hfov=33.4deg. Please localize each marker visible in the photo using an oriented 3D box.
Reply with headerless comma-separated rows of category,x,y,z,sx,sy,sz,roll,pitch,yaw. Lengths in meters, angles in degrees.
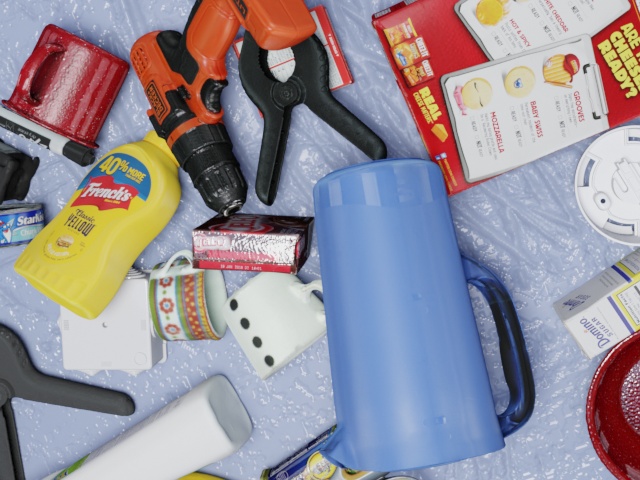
marker,-0.256,-0.096,0.970,0.121,0.020,0.020,26,99,16

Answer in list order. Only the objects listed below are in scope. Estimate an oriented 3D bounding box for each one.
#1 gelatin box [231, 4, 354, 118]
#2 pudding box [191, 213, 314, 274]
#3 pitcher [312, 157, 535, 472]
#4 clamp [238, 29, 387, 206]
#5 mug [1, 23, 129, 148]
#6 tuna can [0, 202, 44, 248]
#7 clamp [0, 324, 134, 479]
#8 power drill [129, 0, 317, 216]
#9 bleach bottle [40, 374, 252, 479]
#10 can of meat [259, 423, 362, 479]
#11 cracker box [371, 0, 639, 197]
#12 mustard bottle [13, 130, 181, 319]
gelatin box,-0.024,-0.157,0.943,0.089,0.030,0.073,-21,95,9
pudding box,-0.056,0.001,0.922,0.090,0.113,0.039,4,97,6
pitcher,0.073,0.060,0.864,0.145,0.149,0.243,-12,82,28
clamp,-0.030,-0.116,0.914,0.120,0.039,0.171,-28,86,10
mug,-0.224,-0.139,0.929,0.093,0.117,0.081,28,94,18
tuna can,-0.293,-0.013,0.963,0.086,0.086,0.034,-3,97,7
clamp,-0.288,0.139,1.004,0.164,0.036,0.210,-37,95,8
power drill,-0.080,-0.137,0.878,0.188,0.057,0.184,-46,66,42
bleach bottle,-0.189,0.212,0.968,0.251,0.102,0.068,-29,89,9
can of meat,0.009,0.230,0.970,0.084,0.057,0.102,-36,92,6
cracker box,0.170,-0.155,0.887,0.214,0.072,0.164,-24,107,8
mustard bottle,-0.179,-0.028,0.941,0.096,0.058,0.191,23,70,37
